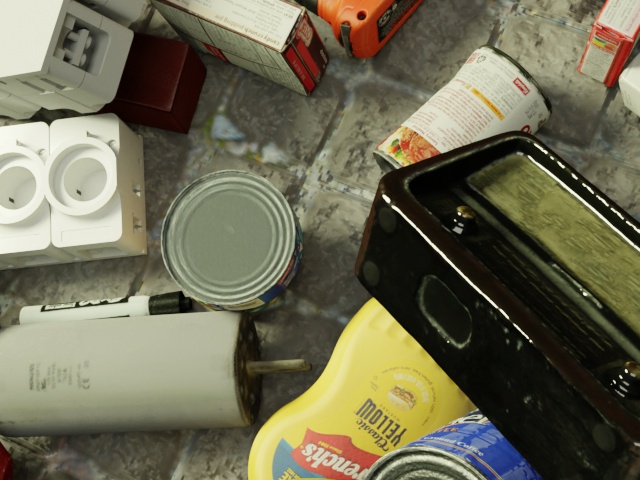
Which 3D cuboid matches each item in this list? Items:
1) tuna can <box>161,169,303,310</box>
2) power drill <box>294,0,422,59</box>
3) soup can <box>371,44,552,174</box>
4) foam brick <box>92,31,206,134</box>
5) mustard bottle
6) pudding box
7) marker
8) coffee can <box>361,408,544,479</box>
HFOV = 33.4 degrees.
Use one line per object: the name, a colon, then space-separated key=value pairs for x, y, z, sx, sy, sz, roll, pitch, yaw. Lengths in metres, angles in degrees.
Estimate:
tuna can: x=-0.054 y=0.001 z=0.671 sx=0.086 sy=0.033 sz=0.086 roll=-2 pitch=78 yaw=10
power drill: x=0.001 y=-0.231 z=0.758 sx=0.188 sy=0.057 sz=0.184 roll=38 pitch=84 yaw=17
soup can: x=0.093 y=-0.070 z=0.700 sx=0.102 sy=0.068 sz=0.068 roll=-45 pitch=75 yaw=-3
foam brick: x=-0.127 y=-0.114 z=0.756 sx=0.078 sy=0.051 sz=0.053 roll=14 pitch=79 yaw=12
mustard bottle: x=0.011 y=0.135 z=0.671 sx=0.096 sy=0.058 sz=0.191 roll=41 pitch=88 yaw=-9
pudding box: x=-0.055 y=-0.148 z=0.731 sx=0.113 sy=0.090 sz=0.039 roll=24 pitch=84 yaw=14
marker: x=-0.148 y=0.049 z=0.740 sx=0.121 sy=0.020 sz=0.020 roll=-6 pitch=77 yaw=8
coffee can: x=0.100 y=0.145 z=0.597 sx=0.103 sy=0.140 sz=0.103 roll=7 pitch=102 yaw=37
